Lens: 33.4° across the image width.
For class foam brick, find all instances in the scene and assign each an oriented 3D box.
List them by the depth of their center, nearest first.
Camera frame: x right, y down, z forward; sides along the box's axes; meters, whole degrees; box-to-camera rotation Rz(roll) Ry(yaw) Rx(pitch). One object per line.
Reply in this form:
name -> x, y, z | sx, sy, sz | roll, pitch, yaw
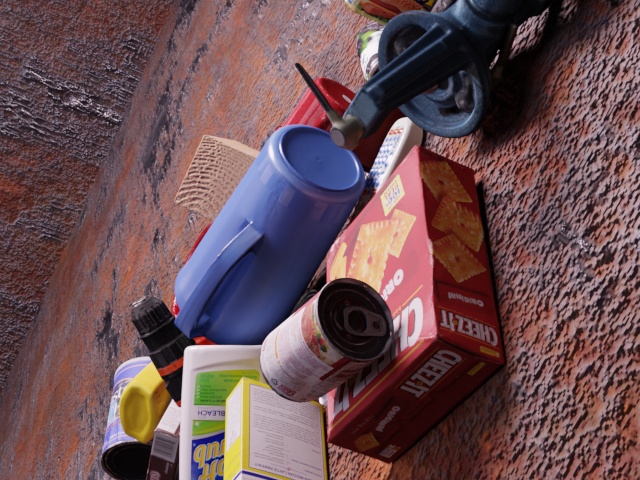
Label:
foam brick -> 0.055, -0.113, 1.134 | 0.078, 0.051, 0.053 | -69, 19, -2

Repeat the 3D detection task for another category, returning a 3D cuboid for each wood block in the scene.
wood block -> -0.107, -0.073, 1.352 | 0.206, 0.090, 0.091 | -36, -30, -84

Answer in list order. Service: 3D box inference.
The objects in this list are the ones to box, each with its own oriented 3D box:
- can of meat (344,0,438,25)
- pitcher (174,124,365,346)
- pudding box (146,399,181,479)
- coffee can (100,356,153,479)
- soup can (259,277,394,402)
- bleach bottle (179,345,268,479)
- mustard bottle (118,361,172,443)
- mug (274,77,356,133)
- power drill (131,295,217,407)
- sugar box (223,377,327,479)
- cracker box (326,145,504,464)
can of meat -> 0.087, -0.277, 1.153 | 0.084, 0.102, 0.057 | -45, 30, 52
pitcher -> -0.057, 0.001, 1.118 | 0.243, 0.144, 0.149 | -57, 29, 39
pudding box -> -0.176, 0.241, 1.310 | 0.090, 0.039, 0.114 | -65, -5, -49
coffee can -> -0.235, 0.243, 1.437 | 0.103, 0.102, 0.140 | -52, 25, 37
soup can -> 0.003, 0.081, 0.839 | 0.102, 0.068, 0.068 | -43, 31, 50
bleach bottle -> -0.091, 0.233, 1.078 | 0.068, 0.102, 0.251 | 77, -168, -80
mustard bottle -> -0.186, 0.171, 1.383 | 0.191, 0.058, 0.096 | -48, -25, -52
mug -> 0.003, -0.130, 1.218 | 0.082, 0.093, 0.117 | -54, -5, 23
power drill -> -0.145, 0.128, 1.215 | 0.057, 0.184, 0.187 | -29, 8, 8
sugar box -> -0.041, 0.215, 0.980 | 0.048, 0.093, 0.176 | -54, 24, 35
cracker box -> 0.069, 0.051, 0.900 | 0.164, 0.072, 0.213 | -51, 26, 39
